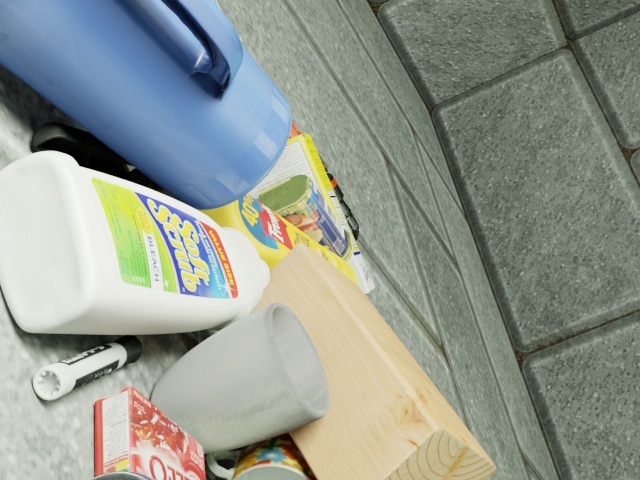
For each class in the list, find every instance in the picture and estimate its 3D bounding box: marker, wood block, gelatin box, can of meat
[{"bbox_3d":[-0.136,0.074,0.640,0.020,0.020,0.121,67,13,2],"label":"marker"},{"bbox_3d":[0.022,0.108,0.774,0.090,0.091,0.206,39,10,-45],"label":"wood block"},{"bbox_3d":[-0.100,0.141,0.642,0.089,0.030,0.073,53,19,-44],"label":"gelatin box"},{"bbox_3d":[-0.032,-0.006,1.014,0.084,0.102,0.057,56,17,-31],"label":"can of meat"}]

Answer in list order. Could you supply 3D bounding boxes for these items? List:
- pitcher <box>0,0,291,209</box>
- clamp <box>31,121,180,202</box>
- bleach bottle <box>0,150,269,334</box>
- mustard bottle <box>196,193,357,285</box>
[{"bbox_3d":[-0.120,-0.126,0.694,0.242,0.145,0.149,43,17,-39],"label":"pitcher"},{"bbox_3d":[-0.142,-0.053,0.800,0.164,0.036,0.210,60,18,-28],"label":"clamp"},{"bbox_3d":[-0.105,0.010,0.697,0.250,0.068,0.102,9,61,-65],"label":"bleach bottle"},{"bbox_3d":[-0.056,0.001,0.924,0.191,0.058,0.096,36,21,-21],"label":"mustard bottle"}]
